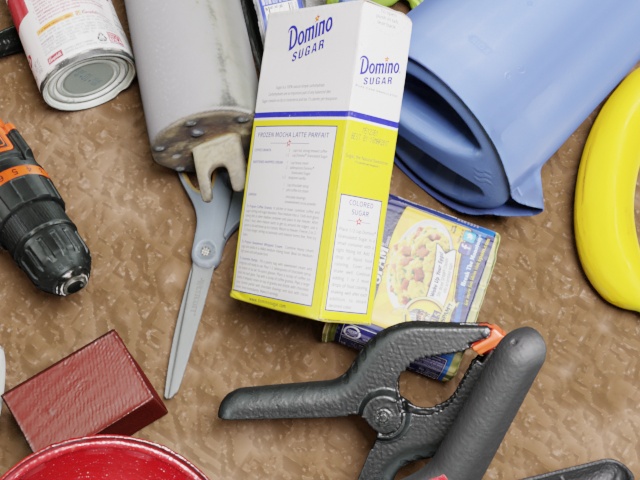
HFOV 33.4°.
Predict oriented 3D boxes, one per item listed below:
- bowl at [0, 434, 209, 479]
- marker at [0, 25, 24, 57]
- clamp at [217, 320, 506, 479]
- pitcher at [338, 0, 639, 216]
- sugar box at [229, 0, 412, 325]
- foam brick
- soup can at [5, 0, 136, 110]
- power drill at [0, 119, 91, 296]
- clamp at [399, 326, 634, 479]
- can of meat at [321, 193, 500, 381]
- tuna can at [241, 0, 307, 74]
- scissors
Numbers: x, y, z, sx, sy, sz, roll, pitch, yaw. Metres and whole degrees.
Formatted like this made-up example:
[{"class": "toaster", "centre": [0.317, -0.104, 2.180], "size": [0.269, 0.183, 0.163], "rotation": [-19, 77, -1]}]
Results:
[{"class": "bowl", "centre": [-0.119, 0.190, 0.579], "size": [0.162, 0.055, 0.162], "rotation": [0, 89, -9]}, {"class": "marker", "centre": [-0.251, -0.118, 0.718], "size": [0.120, 0.020, 0.020], "rotation": [-31, 72, -32]}, {"class": "clamp", "centre": [0.027, 0.094, 0.616], "size": [0.171, 0.039, 0.120], "rotation": [-45, 93, 6]}, {"class": "pitcher", "centre": [0.137, -0.146, 0.686], "size": [0.242, 0.149, 0.145], "rotation": [-43, 41, -17]}, {"class": "sugar box", "centre": [-0.001, -0.045, 0.618], "size": [0.048, 0.094, 0.176], "rotation": [11, 89, -39]}, {"class": "foam brick", "centre": [-0.140, 0.098, 0.641], "size": [0.078, 0.053, 0.051], "rotation": [-31, 73, -10]}, {"class": "soup can", "centre": [-0.172, -0.148, 0.722], "size": [0.068, 0.068, 0.102], "rotation": [-22, 72, -7]}, {"class": "power drill", "centre": [-0.254, -0.010, 0.647], "size": [0.187, 0.057, 0.185], "rotation": [-24, 58, -31]}, {"class": "clamp", "centre": [0.068, 0.144, 0.588], "size": [0.210, 0.164, 0.036], "rotation": [-33, 39, -2]}, {"class": "can of meat", "centre": [0.057, 0.028, 0.662], "size": [0.084, 0.057, 0.102], "rotation": [20, 72, 5]}, {"class": "tuna can", "centre": [-0.030, -0.149, 0.711], "size": [0.033, 0.086, 0.086], "rotation": [-14, 71, -6]}, {"class": "scissors", "centre": [-0.055, 0.001, 0.693], "size": [0.096, 0.016, 0.202], "rotation": [-4, 70, 2]}]
